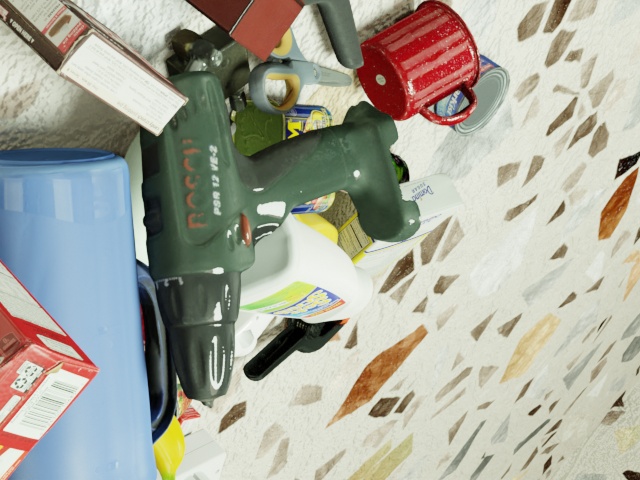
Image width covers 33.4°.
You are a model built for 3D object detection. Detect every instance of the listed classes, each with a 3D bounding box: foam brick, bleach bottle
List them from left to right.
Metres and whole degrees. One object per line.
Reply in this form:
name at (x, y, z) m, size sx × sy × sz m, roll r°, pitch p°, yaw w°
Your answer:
foam brick at (-0.062, -0.176, 0.762) m, size 0.051 × 0.078 × 0.053 m, roll -53°, pitch 149°, yaw 7°
bleach bottle at (-0.011, 0.033, 0.955) m, size 0.103 × 0.068 × 0.250 m, roll -23°, pitch 161°, yaw 21°

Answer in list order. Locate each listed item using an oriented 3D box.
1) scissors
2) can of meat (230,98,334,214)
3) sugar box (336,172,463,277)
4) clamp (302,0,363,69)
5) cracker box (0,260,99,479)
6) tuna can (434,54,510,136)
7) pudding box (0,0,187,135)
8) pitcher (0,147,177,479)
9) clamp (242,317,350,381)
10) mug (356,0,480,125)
scissors at (-0.016, -0.159, 0.901) m, size 0.201 × 0.016 × 0.096 m, roll -42°, pitch 125°, yaw -61°
can of meat at (-0.031, -0.070, 0.926) m, size 0.083 × 0.058 × 0.102 m, roll -7°, pitch 100°, yaw -55°
sugar box at (0.061, -0.006, 1.097) m, size 0.093 × 0.048 × 0.176 m, roll -17°, pitch 162°, yaw -34°
clamp at (0.007, -0.215, 0.852) m, size 0.209 × 0.036 × 0.165 m, roll -7°, pitch 129°, yaw -50°
cracker box at (-0.258, 0.067, 0.632) m, size 0.164 × 0.214 × 0.072 m, roll -50°, pitch 150°, yaw 0°
tuna can at (0.163, -0.157, 1.151) m, size 0.086 × 0.034 × 0.086 m, roll -35°, pitch 149°, yaw -25°
pudding box at (-0.149, -0.122, 0.689) m, size 0.039 × 0.090 × 0.113 m, roll -52°, pitch 151°, yaw 5°
pitcher at (-0.178, 0.059, 0.751) m, size 0.145 × 0.149 × 0.243 m, roll -1°, pitch 101°, yaw -5°
clamp at (-0.024, 0.100, 1.182) m, size 0.120 × 0.039 × 0.171 m, roll -60°, pitch 152°, yaw 9°
mug at (0.093, -0.152, 0.976) m, size 0.081 × 0.117 × 0.093 m, roll -32°, pitch 167°, yaw -21°
